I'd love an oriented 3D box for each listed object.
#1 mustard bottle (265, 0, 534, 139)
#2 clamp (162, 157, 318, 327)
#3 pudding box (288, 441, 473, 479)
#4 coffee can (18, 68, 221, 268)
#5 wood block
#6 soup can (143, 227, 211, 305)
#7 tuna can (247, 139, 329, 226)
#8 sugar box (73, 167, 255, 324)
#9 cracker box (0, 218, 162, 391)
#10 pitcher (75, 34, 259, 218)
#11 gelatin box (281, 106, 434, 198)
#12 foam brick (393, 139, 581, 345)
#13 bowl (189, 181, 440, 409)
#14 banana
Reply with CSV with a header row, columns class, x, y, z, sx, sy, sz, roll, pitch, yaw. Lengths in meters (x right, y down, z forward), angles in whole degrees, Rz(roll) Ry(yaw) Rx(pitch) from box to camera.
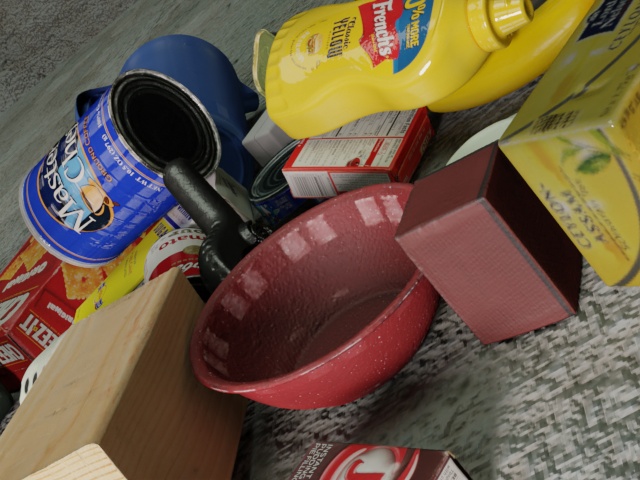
class,x,y,z,sx,sy,sz,roll,pitch,yaw
mustard bottle,0.053,-0.131,0.722,0.192,0.058,0.096,-10,55,35
clamp,-0.055,0.001,0.717,0.171,0.120,0.039,-93,21,-61
pudding box,0.006,0.137,0.443,0.090,0.039,0.113,-11,37,52
coffee can,-0.161,-0.055,0.850,0.141,0.102,0.102,-36,21,37
wood block,-0.106,0.107,0.578,0.090,0.091,0.206,-29,17,13
soup can,-0.091,0.038,0.756,0.068,0.068,0.102,-40,22,5
tuna can,-0.016,-0.049,0.839,0.086,0.033,0.086,-35,22,17
sugar box,-0.128,0.023,0.853,0.176,0.048,0.093,-48,18,9
cracker box,-0.260,0.042,1.034,0.164,0.072,0.213,-19,32,46
pitcher,-0.140,-0.106,1.025,0.149,0.145,0.243,-40,24,8
gelatin box,0.028,-0.062,0.760,0.089,0.030,0.073,2,44,29
foam brick,0.083,0.002,0.516,0.051,0.078,0.053,-27,23,34
bowl,0.008,0.040,0.588,0.162,0.055,0.162,-29,26,15
banana,0.112,-0.129,0.738,0.198,0.069,0.037,-9,-3,42
